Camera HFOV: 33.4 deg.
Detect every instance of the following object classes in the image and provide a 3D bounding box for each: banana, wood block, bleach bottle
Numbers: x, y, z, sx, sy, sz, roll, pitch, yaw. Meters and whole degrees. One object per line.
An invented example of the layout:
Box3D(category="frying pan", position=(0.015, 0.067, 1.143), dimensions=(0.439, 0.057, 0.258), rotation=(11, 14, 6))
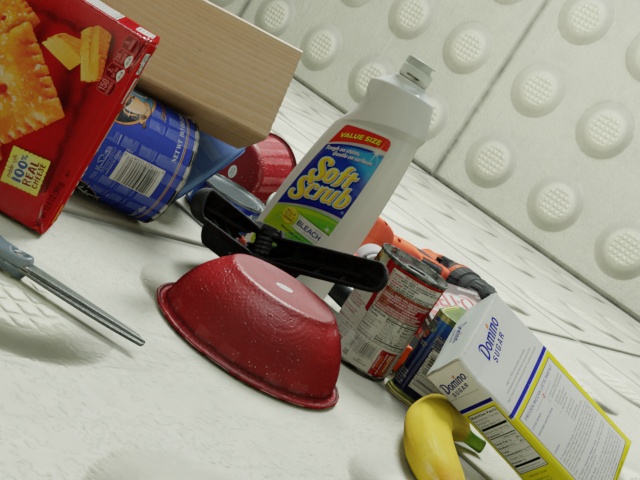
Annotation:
Box3D(category="banana", position=(0.094, 0.152, 0.816), dimensions=(0.070, 0.037, 0.197), rotation=(34, 10, 11))
Box3D(category="wood block", position=(-0.134, -0.168, 0.945), dimensions=(0.206, 0.091, 0.090), rotation=(25, -10, -19))
Box3D(category="bleach bottle", position=(0.022, -0.063, 1.000), dimensions=(0.103, 0.251, 0.068), rotation=(38, 12, 25))

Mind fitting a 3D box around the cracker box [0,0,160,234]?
Box3D(category="cracker box", position=(-0.247, -0.129, 0.760), dimensions=(0.213, 0.164, 0.072), rotation=(31, 9, -11))

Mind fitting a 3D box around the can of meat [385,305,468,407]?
Box3D(category="can of meat", position=(0.112, 0.107, 0.950), dimensions=(0.057, 0.084, 0.102), rotation=(36, 11, 16))

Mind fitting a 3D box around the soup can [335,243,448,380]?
Box3D(category="soup can", position=(0.056, 0.063, 0.934), dimensions=(0.068, 0.102, 0.068), rotation=(31, 11, -7))

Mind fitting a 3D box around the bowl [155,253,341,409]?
Box3D(category="bowl", position=(-0.041, 0.058, 0.807), dimensions=(0.162, 0.055, 0.162), rotation=(32, 10, -7))

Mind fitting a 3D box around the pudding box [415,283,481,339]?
Box3D(category="pudding box", position=(0.141, 0.087, 1.163), dimensions=(0.113, 0.039, 0.090), rotation=(18, 35, -37))

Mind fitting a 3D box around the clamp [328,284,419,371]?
Box3D(category="clamp", position=(0.063, 0.082, 1.048), dimensions=(0.120, 0.039, 0.171), rotation=(21, 18, -27))

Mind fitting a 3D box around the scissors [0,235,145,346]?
Box3D(category="scissors", position=(-0.201, 0.004, 0.691), dimensions=(0.201, 0.016, 0.096), rotation=(30, 11, -14))

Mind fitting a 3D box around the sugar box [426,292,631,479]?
Box3D(category="sugar box", position=(0.171, 0.137, 0.865), dimensions=(0.176, 0.048, 0.093), rotation=(46, 44, -5))

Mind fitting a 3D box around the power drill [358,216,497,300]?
Box3D(category="power drill", position=(0.123, 0.028, 1.381), dimensions=(0.187, 0.057, 0.185), rotation=(29, 0, -29))

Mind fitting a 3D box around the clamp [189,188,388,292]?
Box3D(category="clamp", position=(-0.056, 0.001, 0.884), dimensions=(0.164, 0.036, 0.210), rotation=(26, -10, -22))

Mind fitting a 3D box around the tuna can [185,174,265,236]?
Box3D(category="tuna can", position=(-0.100, -0.040, 1.137), dimensions=(0.086, 0.034, 0.086), rotation=(31, 10, -7))

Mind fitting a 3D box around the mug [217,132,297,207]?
Box3D(category="mug", position=(-0.096, -0.082, 1.231), dimensions=(0.117, 0.093, 0.081), rotation=(3, 4, 24))

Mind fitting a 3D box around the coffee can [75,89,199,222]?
Box3D(category="coffee can", position=(-0.190, -0.089, 0.912), dimensions=(0.140, 0.103, 0.103), rotation=(27, 12, -29))
